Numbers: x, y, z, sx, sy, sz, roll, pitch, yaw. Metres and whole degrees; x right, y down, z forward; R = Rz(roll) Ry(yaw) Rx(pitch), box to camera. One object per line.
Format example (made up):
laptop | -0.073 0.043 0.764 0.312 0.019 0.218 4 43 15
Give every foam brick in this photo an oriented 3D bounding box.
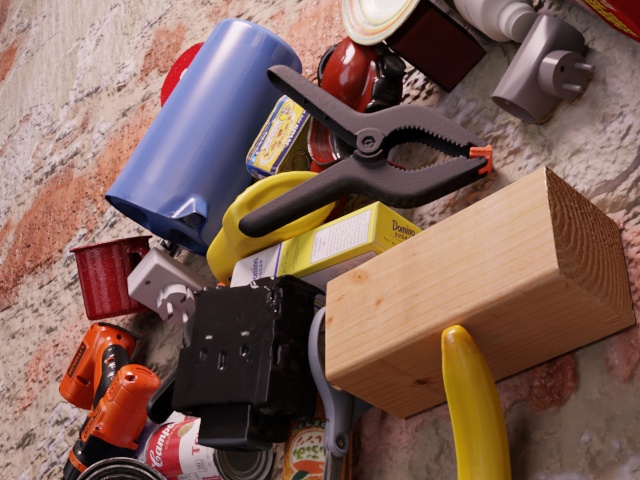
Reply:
foam brick | 0.099 -0.183 0.967 0.051 0.078 0.053 -48 35 18

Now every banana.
banana | 0.101 0.157 0.698 0.037 0.069 0.198 -7 71 30

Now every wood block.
wood block | 0.107 0.045 0.769 0.206 0.090 0.090 -30 43 35

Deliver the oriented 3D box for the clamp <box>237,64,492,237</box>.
clamp | 0.037 -0.082 0.896 0.210 0.036 0.164 -3 65 8

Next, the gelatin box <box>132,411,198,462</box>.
gelatin box | -0.146 0.201 1.023 0.073 0.030 0.089 -22 47 40

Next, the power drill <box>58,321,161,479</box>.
power drill | -0.229 0.180 1.096 0.184 0.057 0.188 -58 25 10

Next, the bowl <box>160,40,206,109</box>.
bowl | -0.147 -0.189 1.305 0.162 0.055 0.162 -32 41 33

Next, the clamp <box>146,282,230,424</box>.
clamp | -0.106 0.105 1.005 0.120 0.039 0.171 -16 30 4

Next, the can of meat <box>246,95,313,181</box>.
can of meat | -0.022 -0.095 1.073 0.102 0.057 0.084 -60 32 -3

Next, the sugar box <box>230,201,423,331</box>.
sugar box | 0.014 0.029 0.898 0.177 0.093 0.048 -19 49 43

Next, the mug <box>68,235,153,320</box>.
mug | -0.215 0.040 1.167 0.117 0.093 0.081 -12 88 44

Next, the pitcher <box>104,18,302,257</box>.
pitcher | -0.124 -0.113 1.159 0.149 0.145 0.242 24 77 17

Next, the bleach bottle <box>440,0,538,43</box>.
bleach bottle | 0.127 -0.243 0.977 0.068 0.102 0.251 -44 42 10

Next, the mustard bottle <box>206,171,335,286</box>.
mustard bottle | -0.056 0.002 0.996 0.058 0.096 0.192 62 156 11

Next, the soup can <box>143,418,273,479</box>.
soup can | -0.099 0.189 0.939 0.102 0.068 0.068 -18 51 44

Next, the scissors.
scissors | 0.026 0.149 0.818 0.016 0.096 0.202 -21 67 45
